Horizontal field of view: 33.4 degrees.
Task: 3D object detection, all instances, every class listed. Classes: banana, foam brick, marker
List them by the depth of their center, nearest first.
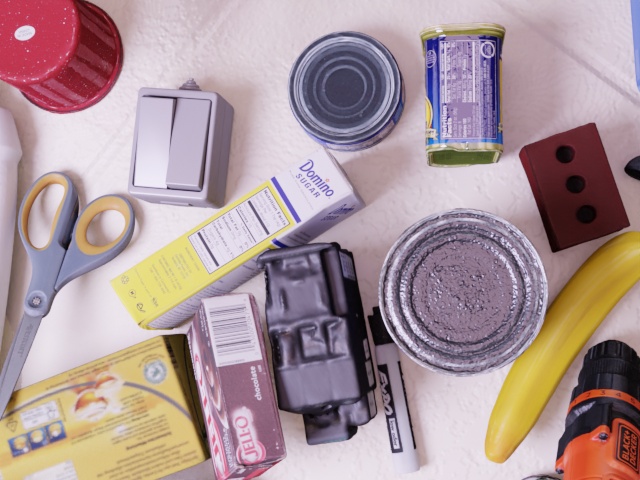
[{"bbox_3d":[0.170,0.064,0.734,0.037,0.069,0.198,35,101,3],"label":"banana"},{"bbox_3d":[0.177,-0.036,0.748,0.053,0.051,0.078,-19,83,6],"label":"foam brick"},{"bbox_3d":[0.053,0.107,0.772,0.020,0.020,0.121,-10,84,7],"label":"marker"}]

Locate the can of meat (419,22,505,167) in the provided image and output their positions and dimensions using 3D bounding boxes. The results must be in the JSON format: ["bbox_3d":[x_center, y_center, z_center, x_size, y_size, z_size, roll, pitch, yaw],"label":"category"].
[{"bbox_3d":[0.099,-0.097,0.741,0.057,0.102,0.084,-1,87,7],"label":"can of meat"}]

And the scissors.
[{"bbox_3d":[-0.187,0.039,0.782,0.096,0.016,0.202,-1,65,-2],"label":"scissors"}]

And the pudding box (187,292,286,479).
[{"bbox_3d":[-0.058,0.100,0.709,0.039,0.090,0.113,-6,72,-17],"label":"pudding box"}]

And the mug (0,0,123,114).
[{"bbox_3d":[-0.212,-0.157,0.800,0.093,0.081,0.117,-39,81,4],"label":"mug"}]

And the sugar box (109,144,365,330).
[{"bbox_3d":[-0.055,0.001,0.760,0.176,0.093,0.048,-35,82,4],"label":"sugar box"}]

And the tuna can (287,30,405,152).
[{"bbox_3d":[0.019,-0.110,0.787,0.086,0.033,0.086,-1,85,8],"label":"tuna can"}]

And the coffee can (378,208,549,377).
[{"bbox_3d":[0.095,0.036,0.710,0.103,0.140,0.103,-1,86,8],"label":"coffee can"}]
